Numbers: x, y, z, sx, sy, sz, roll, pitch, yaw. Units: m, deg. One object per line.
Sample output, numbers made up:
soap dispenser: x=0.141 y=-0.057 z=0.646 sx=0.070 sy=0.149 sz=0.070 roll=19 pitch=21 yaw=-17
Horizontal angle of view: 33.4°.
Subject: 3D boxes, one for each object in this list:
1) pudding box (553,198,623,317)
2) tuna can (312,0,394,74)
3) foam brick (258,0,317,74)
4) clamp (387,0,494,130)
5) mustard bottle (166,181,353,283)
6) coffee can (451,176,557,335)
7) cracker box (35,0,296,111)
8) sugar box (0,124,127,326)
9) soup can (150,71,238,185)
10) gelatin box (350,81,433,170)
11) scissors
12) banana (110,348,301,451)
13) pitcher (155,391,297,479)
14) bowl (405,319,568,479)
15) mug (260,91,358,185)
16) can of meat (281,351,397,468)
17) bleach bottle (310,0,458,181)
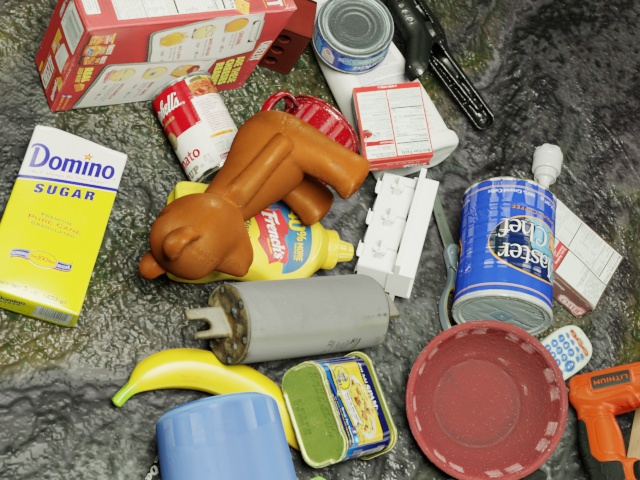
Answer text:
pudding box: x=0.282 y=0.019 z=1.223 sx=0.113 sy=0.039 sz=0.090 roll=42 pitch=56 yaw=-5
tuna can: x=0.036 y=-0.225 z=1.152 sx=0.086 sy=0.034 sz=0.086 roll=3 pitch=68 yaw=-8
foam brick: x=-0.043 y=-0.227 z=1.159 sx=0.053 sy=0.078 sz=0.051 roll=16 pitch=62 yaw=-16
clamp: x=0.129 y=-0.225 z=1.240 sx=0.164 sy=0.036 sz=0.210 roll=31 pitch=33 yaw=-43
mustard bottle: x=-0.057 y=0.001 z=1.060 sx=0.191 sy=0.058 sz=0.096 roll=8 pitch=65 yaw=-22
coffee can: x=0.195 y=0.019 z=1.123 sx=0.102 sy=0.103 sz=0.140 roll=19 pitch=60 yaw=-17
cracker box: x=-0.155 y=-0.203 z=1.044 sx=0.213 sy=0.164 sz=0.072 roll=-13 pitch=76 yaw=-29
sugar box: x=-0.247 y=-0.016 z=0.987 sx=0.093 sy=0.048 sz=0.176 roll=19 pitch=62 yaw=-16
soup can: x=-0.119 y=-0.109 z=1.075 sx=0.068 sy=0.069 sz=0.102 roll=-21 pitch=78 yaw=-31
gelatin box: x=0.074 y=-0.119 z=1.120 sx=0.073 sy=0.030 sz=0.089 roll=-7 pitch=72 yaw=-6
scissors: x=0.163 y=0.025 z=1.178 sx=0.096 sy=0.016 sz=0.202 roll=10 pitch=64 yaw=-23
banana: x=-0.093 y=0.143 z=0.996 sx=0.197 sy=0.037 sz=0.069 roll=17 pitch=83 yaw=-15
pitcher: x=-0.077 y=0.258 z=0.890 sx=0.148 sy=0.145 sz=0.243 roll=5 pitch=65 yaw=-44
bowl: x=0.162 y=0.163 z=1.072 sx=0.162 sy=0.055 sz=0.162 roll=1 pitch=79 yaw=-3
mug: x=-0.025 y=-0.098 z=1.094 sx=0.081 sy=0.093 sz=0.117 roll=-52 pitch=130 yaw=-28
can of meat: x=0.016 y=0.159 z=1.004 sx=0.083 sy=0.058 sz=0.102 roll=2 pitch=64 yaw=-55
bleach bottle: x=0.054 y=-0.194 z=1.198 sx=0.102 sy=0.068 sz=0.251 roll=-18 pitch=74 yaw=-26
